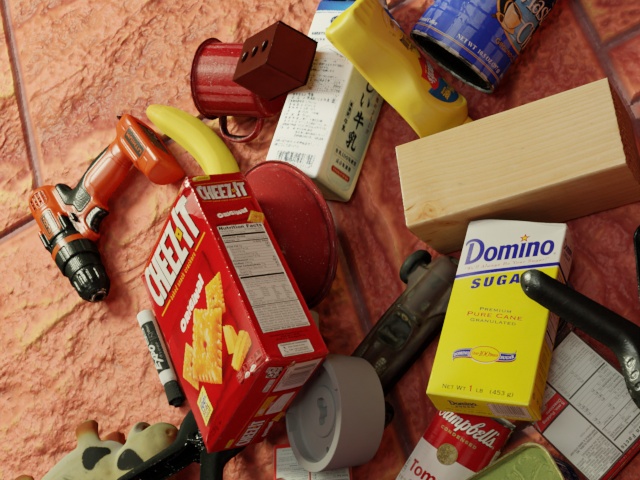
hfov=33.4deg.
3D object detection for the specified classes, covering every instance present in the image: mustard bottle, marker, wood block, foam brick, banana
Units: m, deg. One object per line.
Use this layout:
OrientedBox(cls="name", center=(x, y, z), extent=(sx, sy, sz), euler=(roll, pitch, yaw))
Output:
OrientedBox(cls="mustard bottle", center=(0.089, -0.155, 1.054), extent=(0.058, 0.096, 0.191), euler=(-40, 101, 22))
OrientedBox(cls="marker", center=(-0.175, 0.130, 1.171), extent=(0.020, 0.020, 0.121), euler=(-34, 59, 14))
OrientedBox(cls="wood block", center=(0.186, -0.064, 0.998), extent=(0.206, 0.090, 0.091), euler=(-17, 65, 24))
OrientedBox(cls="foam brick", center=(-0.048, -0.186, 1.109), extent=(0.078, 0.051, 0.053), euler=(-13, 58, 58))
OrientedBox(cls="banana", center=(-0.135, -0.095, 1.208), extent=(0.198, 0.069, 0.037), euler=(60, 145, 37))

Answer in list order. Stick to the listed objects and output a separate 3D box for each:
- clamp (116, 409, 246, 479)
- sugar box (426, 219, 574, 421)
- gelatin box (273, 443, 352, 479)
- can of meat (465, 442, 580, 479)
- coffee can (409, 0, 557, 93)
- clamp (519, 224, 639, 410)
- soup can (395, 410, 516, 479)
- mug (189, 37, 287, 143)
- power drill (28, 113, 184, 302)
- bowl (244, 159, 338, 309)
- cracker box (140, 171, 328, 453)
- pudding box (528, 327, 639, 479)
OrientedBox(cls="clamp", center=(-0.109, 0.208, 1.043), extent=(0.120, 0.039, 0.171), euler=(18, 49, 33))
OrientedBox(cls="sugar box", center=(0.159, 0.066, 0.931), extent=(0.093, 0.048, 0.176), euler=(3, 63, 26))
OrientedBox(cls="gelatin box", center=(-0.006, 0.225, 0.996), extent=(0.073, 0.030, 0.089), euler=(-7, 28, 1))
OrientedBox(cls="can of meat", center=(0.169, 0.222, 0.907), extent=(0.102, 0.083, 0.057), euler=(-36, 59, 14))
OrientedBox(cls="coffee can", center=(0.170, -0.233, 1.060), extent=(0.103, 0.102, 0.140), euler=(37, 93, 34))
OrientedBox(cls="clamp", center=(0.282, 0.081, 0.896), extent=(0.210, 0.164, 0.036), euler=(53, 145, 15))
OrientedBox(cls="soup can", center=(0.120, 0.192, 0.955), extent=(0.069, 0.068, 0.102), euler=(31, 90, 34))
OrientedBox(cls="mug", center=(-0.088, -0.168, 1.196), extent=(0.082, 0.093, 0.117), euler=(6, 98, 26))
OrientedBox(cls="power drill", center=(-0.250, -0.042, 1.253), extent=(0.188, 0.057, 0.185), euler=(-43, 57, 9))
OrientedBox(cls="bowl", center=(-0.057, 0.001, 1.084), extent=(0.162, 0.055, 0.162), euler=(17, 114, 42))
OrientedBox(cls="cracker box", center=(-0.091, 0.068, 1.017), extent=(0.214, 0.071, 0.164), euler=(63, 141, 28))
OrientedBox(cls="pudding box", center=(0.232, 0.146, 0.927), extent=(0.090, 0.039, 0.114), euler=(-48, 59, 4))
